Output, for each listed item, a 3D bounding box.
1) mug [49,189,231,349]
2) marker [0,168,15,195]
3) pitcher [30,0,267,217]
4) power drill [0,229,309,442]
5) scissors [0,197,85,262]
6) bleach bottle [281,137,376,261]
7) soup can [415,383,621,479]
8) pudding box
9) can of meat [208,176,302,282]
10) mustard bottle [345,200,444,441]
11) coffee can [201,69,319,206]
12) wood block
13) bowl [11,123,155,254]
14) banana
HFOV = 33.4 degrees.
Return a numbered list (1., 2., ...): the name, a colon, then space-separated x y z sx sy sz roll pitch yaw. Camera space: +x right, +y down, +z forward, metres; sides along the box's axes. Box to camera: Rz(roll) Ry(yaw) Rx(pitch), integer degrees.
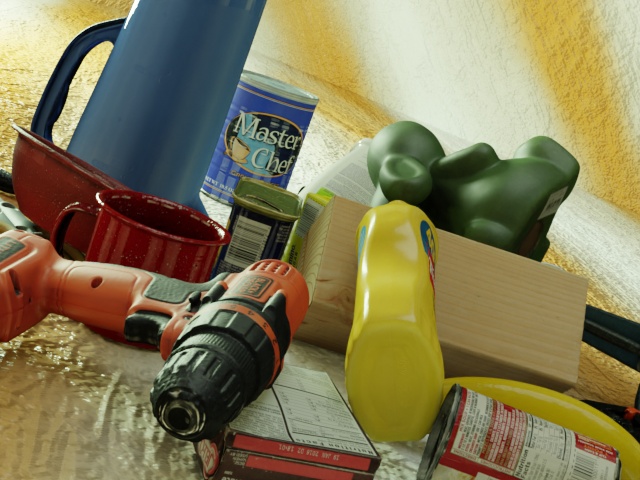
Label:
1. mug: -0.127 0.016 0.713 0.117 0.081 0.093 21 13 5
2. marker: -0.227 -0.034 0.915 0.121 0.020 0.020 21 12 5
3. pitcher: -0.150 -0.142 0.975 0.149 0.243 0.145 18 8 -38
4. power drill: -0.110 0.046 0.574 0.188 0.057 0.184 9 16 10
5. scissors: -0.253 -0.020 0.817 0.202 0.016 0.096 30 11 38
6. bleach bottle: 0.012 -0.024 1.041 0.103 0.068 0.250 34 34 17
7. soup can: 0.114 0.133 0.620 0.102 0.068 0.068 21 12 3
8. pudding box: -0.026 0.103 0.599 0.090 0.039 0.113 16 15 -19
9. can of meat: -0.056 0.001 0.883 0.057 0.084 0.102 19 12 -4
10. mustard bottle: 0.049 0.032 0.692 0.058 0.096 0.191 -4 34 7
11. coffee can: -0.072 -0.112 1.210 0.102 0.140 0.103 19 12 -5
12. wood block: 0.086 0.051 0.810 0.206 0.090 0.090 18 -24 -10
13. bowl: -0.176 -0.024 0.816 0.162 0.055 0.162 31 -1 0
14. banana: 0.131 0.125 0.674 0.198 0.069 0.037 23 -15 15
